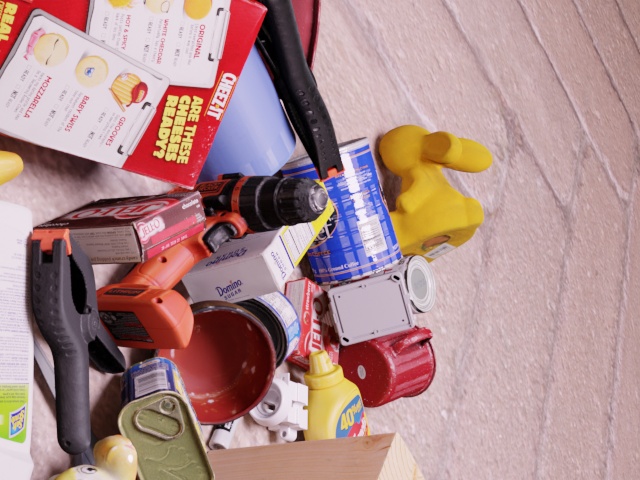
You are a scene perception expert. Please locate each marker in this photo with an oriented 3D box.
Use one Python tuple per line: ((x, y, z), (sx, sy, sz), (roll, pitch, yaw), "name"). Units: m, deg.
((-0.079, 0.151, 1.038), (0.020, 0.020, 0.121), (53, 40, -32), "marker")

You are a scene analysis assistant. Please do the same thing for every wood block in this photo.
((-0.016, 0.238, 0.933), (0.090, 0.206, 0.090), (61, 36, -24), "wood block")

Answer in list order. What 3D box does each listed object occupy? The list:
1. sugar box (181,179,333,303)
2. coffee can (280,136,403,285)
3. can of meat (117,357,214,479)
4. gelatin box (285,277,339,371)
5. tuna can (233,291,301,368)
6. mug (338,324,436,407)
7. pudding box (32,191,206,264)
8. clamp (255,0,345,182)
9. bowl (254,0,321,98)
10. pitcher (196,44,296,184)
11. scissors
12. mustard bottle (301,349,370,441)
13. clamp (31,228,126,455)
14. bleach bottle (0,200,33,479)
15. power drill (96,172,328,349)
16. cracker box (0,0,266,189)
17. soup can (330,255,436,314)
((-0.057, 0.002, 1.033), (0.048, 0.093, 0.176), (65, 27, -20), "sugar box")
((0.023, -0.033, 1.177), (0.102, 0.103, 0.140), (-28, 104, -56), "coffee can")
((-0.130, 0.157, 0.890), (0.084, 0.057, 0.102), (-123, -166, -70), "can of meat")
((-0.009, 0.095, 1.152), (0.073, 0.030, 0.089), (36, 51, -46), "gelatin box")
((-0.063, 0.083, 1.025), (0.033, 0.086, 0.086), (-42, 115, -55), "tuna can")
((0.079, 0.135, 1.200), (0.081, 0.117, 0.093), (-11, 65, -52), "mug")
((-0.164, -0.009, 0.876), (0.089, 0.114, 0.039), (-31, 112, -56), "pudding box")
((-0.029, -0.159, 1.036), (0.210, 0.036, 0.165), (68, -8, -24), "clamp")
((-0.042, -0.221, 1.139), (0.055, 0.162, 0.162), (6, 69, -11), "bowl")
((-0.120, -0.171, 0.999), (0.149, 0.145, 0.242), (-52, 127, -36), "pitcher")
((-0.199, 0.171, 0.853), (0.201, 0.016, 0.096), (57, 38, -28), "scissors")
((0.020, 0.207, 1.121), (0.096, 0.058, 0.191), (-33, 111, -60), "mustard bottle")
((-0.191, 0.075, 0.817), (0.120, 0.039, 0.171), (-90, 170, -54), "clamp")
((-0.250, 0.097, 0.758), (0.102, 0.068, 0.251), (12, 71, -59), "bleach bottle")
((-0.100, 0.012, 0.920), (0.187, 0.185, 0.057), (-53, 125, -39), "power drill")
((-0.172, -0.148, 0.833), (0.213, 0.072, 0.164), (15, 106, -37), "cracker box")
((0.072, 0.058, 1.222), (0.068, 0.102, 0.068), (23, 61, -51), "soup can")
